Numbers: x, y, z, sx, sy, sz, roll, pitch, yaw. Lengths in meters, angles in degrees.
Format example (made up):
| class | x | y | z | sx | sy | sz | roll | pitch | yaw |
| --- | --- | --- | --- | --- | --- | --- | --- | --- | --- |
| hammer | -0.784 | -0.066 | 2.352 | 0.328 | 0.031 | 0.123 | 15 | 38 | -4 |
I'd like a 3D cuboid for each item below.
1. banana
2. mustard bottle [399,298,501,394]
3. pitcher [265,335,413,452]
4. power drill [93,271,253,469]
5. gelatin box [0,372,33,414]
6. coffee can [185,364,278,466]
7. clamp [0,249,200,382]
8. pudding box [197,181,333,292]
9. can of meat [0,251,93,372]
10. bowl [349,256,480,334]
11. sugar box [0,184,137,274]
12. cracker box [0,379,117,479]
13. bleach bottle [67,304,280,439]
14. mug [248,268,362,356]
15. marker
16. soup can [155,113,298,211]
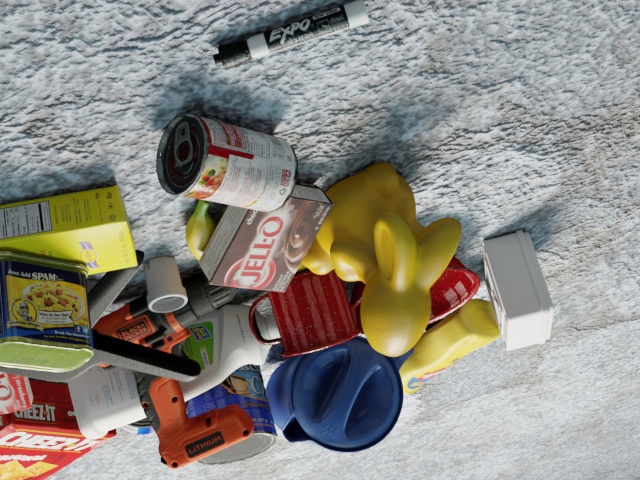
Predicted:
| class | x | y | z | sx | sy | sz | roll | pitch | yaw |
| --- | --- | --- | --- | --- | --- | --- | --- | --- | --- |
| banana | -0.074 | 0.009 | 1.073 | 0.070 | 0.037 | 0.197 | -30 | 150 | 26 |
| mustard bottle | 0.137 | 0.144 | 1.347 | 0.192 | 0.058 | 0.096 | -39 | 164 | 32 |
| pitcher | 0.013 | 0.184 | 1.308 | 0.149 | 0.145 | 0.243 | 10 | 169 | -11 |
| power drill | -0.143 | 0.136 | 1.143 | 0.184 | 0.187 | 0.057 | -24 | -168 | 3 |
| gelatin box | -0.350 | 0.140 | 1.126 | 0.073 | 0.089 | 0.030 | -11 | -163 | -6 |
| coffee can | -0.115 | 0.184 | 1.271 | 0.102 | 0.140 | 0.103 | -13 | 153 | -7 |
| clamp | -0.238 | 0.087 | 1.064 | 0.210 | 0.036 | 0.164 | -7 | 124 | 7 |
| pudding box | -0.053 | -0.006 | 1.016 | 0.089 | 0.039 | 0.114 | 8 | 120 | -40 |
| can of meat | -0.249 | 0.064 | 0.929 | 0.101 | 0.084 | 0.058 | 13 | 144 | -42 |
| bowl | 0.099 | 0.050 | 1.227 | 0.162 | 0.055 | 0.162 | -13 | 153 | -7 |
| sugar box | -0.258 | 0.004 | 0.952 | 0.176 | 0.048 | 0.093 | -13 | 154 | -8 |
| cracker box | -0.385 | 0.252 | 1.329 | 0.214 | 0.072 | 0.163 | -33 | 149 | 29 |
| bleach bottle | -0.156 | 0.140 | 1.207 | 0.251 | 0.102 | 0.068 | -17 | 168 | 3 |
| mug | -0.021 | 0.076 | 1.155 | 0.117 | 0.081 | 0.093 | -16 | -177 | 9 |
| marker | -0.023 | -0.155 | 0.807 | 0.121 | 0.020 | 0.020 | -18 | 153 | 4 |
| soup can | -0.077 | -0.064 | 0.899 | 0.102 | 0.068 | 0.069 | 10 | 143 | -42 |
